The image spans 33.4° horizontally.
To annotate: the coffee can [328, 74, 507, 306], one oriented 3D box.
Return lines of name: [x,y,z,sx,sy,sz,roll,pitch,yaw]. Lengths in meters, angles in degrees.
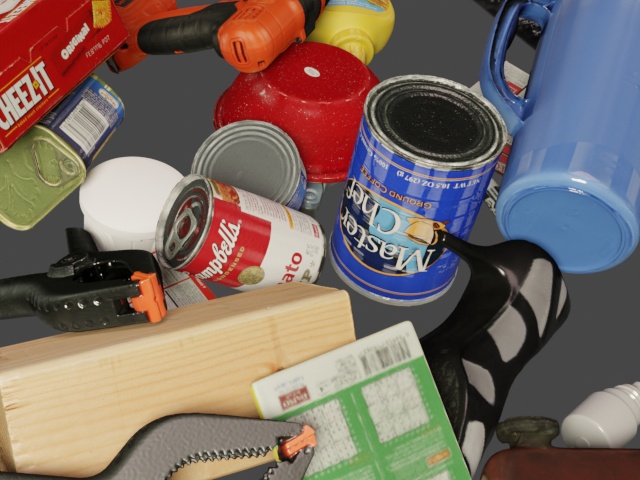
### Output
coffee can: [0.068,-0.035,0.785,0.102,0.140,0.103,7,44,-7]

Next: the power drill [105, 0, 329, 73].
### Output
power drill: [-0.087,-0.200,0.920,0.188,0.057,0.184,0,33,28]

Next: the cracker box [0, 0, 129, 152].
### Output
cracker box: [-0.266,-0.113,0.762,0.214,0.072,0.164,-7,34,32]

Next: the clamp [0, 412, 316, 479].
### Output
clamp: [-0.099,0.142,0.544,0.209,0.036,0.164,-33,83,-22]

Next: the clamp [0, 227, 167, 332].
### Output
clamp: [-0.151,0.023,0.679,0.172,0.039,0.120,3,32,34]

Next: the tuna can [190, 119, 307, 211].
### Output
tuna can: [-0.054,-0.046,0.817,0.086,0.033,0.086,-4,70,10]

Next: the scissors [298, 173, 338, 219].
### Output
scissors: [-0.025,-0.043,0.860,0.096,0.016,0.201,22,44,11]

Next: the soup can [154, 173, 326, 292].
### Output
soup can: [-0.055,0.001,0.746,0.102,0.069,0.068,20,36,-35]

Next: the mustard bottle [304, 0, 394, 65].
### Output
mustard bottle: [0.021,-0.222,1.021,0.096,0.058,0.191,4,44,-13]

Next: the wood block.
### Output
wood block: [-0.086,0.091,0.634,0.205,0.091,0.090,-12,7,-24]

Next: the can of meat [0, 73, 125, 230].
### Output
can of meat: [-0.197,-0.068,0.785,0.057,0.102,0.083,43,39,-16]

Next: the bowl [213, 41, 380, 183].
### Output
bowl: [-0.008,-0.119,0.890,0.162,0.055,0.162,5,42,-4]

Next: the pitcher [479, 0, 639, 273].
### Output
pitcher: [0.209,-0.099,0.853,0.149,0.145,0.242,-3,45,32]
